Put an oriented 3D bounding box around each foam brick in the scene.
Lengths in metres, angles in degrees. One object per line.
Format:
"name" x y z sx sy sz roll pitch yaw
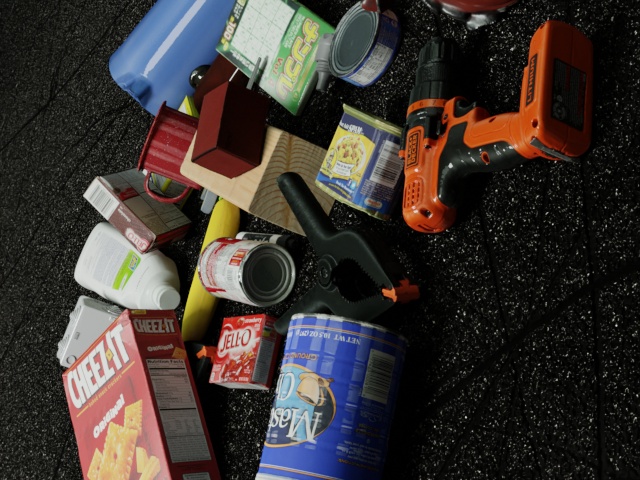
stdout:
"foam brick" -0.091 -0.112 1.077 0.051 0.052 0.078 -20 54 52

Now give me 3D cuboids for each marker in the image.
"marker" -0.058 0.001 1.165 0.121 0.020 0.020 4 75 59

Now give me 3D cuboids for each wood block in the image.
"wood block" -0.066 -0.079 1.158 0.206 0.090 0.091 30 97 60

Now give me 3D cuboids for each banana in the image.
"banana" -0.124 0.031 1.244 0.070 0.037 0.197 111 174 -73

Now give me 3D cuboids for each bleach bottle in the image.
"bleach bottle" -0.246 0.050 1.401 0.251 0.068 0.102 27 95 58

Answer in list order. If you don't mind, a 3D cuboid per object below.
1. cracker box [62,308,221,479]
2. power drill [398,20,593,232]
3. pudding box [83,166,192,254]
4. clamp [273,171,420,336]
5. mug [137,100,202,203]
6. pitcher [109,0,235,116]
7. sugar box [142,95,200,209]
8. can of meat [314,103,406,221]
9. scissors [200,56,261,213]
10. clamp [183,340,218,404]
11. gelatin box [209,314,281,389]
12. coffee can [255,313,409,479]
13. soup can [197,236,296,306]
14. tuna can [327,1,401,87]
"cracker box" -0.203 0.205 1.172 0.164 0.071 0.214 -42 57 37
"power drill" 0.139 -0.110 0.881 0.188 0.057 0.184 -23 57 55
"pudding box" -0.229 -0.039 1.348 0.113 0.089 0.039 46 116 10
"clamp" 0.014 0.018 0.987 0.210 0.036 0.164 5 100 56
"mug" -0.173 -0.102 1.303 0.093 0.081 0.117 162 129 -82
"pitcher" -0.160 -0.288 1.417 0.243 0.144 0.149 -45 50 29
"sugar box" -0.194 -0.094 1.421 0.176 0.048 0.093 -57 32 27
"can of meat" 0.045 -0.074 1.009 0.102 0.057 0.084 38 107 60
"scissors" -0.109 -0.114 1.268 0.096 0.016 0.202 -84 16 -49
"clamp" -0.165 0.159 1.221 0.172 0.039 0.120 -49 49 31
"gelatin box" -0.078 0.117 1.118 0.089 0.030 0.073 -10 64 56
"coffee can" 0.011 0.141 0.886 0.103 0.102 0.140 -10 63 56
"soup can" -0.079 0.032 1.133 0.102 0.068 0.068 6 77 59
"tuna can" 0.046 -0.204 1.108 0.086 0.033 0.086 -36 44 44
